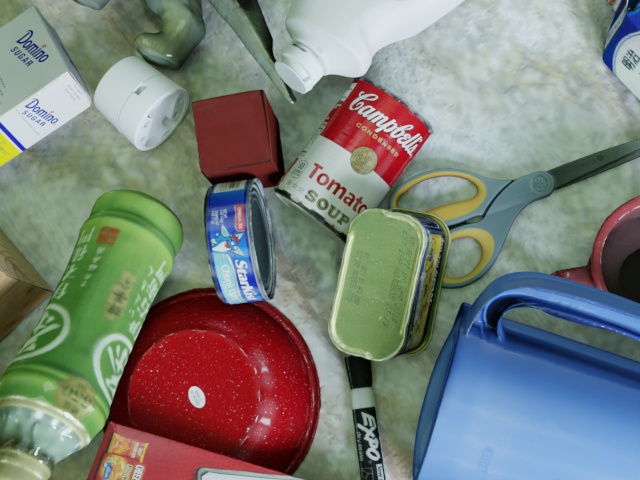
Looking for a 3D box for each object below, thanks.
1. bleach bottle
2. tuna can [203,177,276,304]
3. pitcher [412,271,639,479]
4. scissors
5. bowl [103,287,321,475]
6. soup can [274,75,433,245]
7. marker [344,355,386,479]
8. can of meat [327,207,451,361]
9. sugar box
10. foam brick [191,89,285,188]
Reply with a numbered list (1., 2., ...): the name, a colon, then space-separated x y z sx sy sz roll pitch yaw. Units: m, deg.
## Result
1. bleach bottle: 0.069 -0.192 0.745 0.103 0.068 0.250 40 76 14
2. tuna can: -0.055 0.001 0.740 0.034 0.086 0.086 -7 79 7
3. pitcher: 0.184 0.123 0.664 0.243 0.149 0.145 15 73 6
4. scissors: 0.150 -0.019 0.754 0.202 0.016 0.096 -5 81 6
5. bowl: -0.082 0.109 0.740 0.162 0.055 0.162 -1 80 6
6. soup can: 0.023 -0.056 0.749 0.068 0.068 0.102 36 87 11
7. marker: 0.033 0.135 0.739 0.020 0.020 0.121 -8 79 5
8. can of meat: 0.046 0.028 0.713 0.057 0.083 0.102 12 93 16
9. sugar box: -0.261 -0.090 0.788 0.176 0.048 0.093 -32 53 -1
10. foam brick: -0.057 -0.068 0.756 0.051 0.078 0.053 -8 79 4
